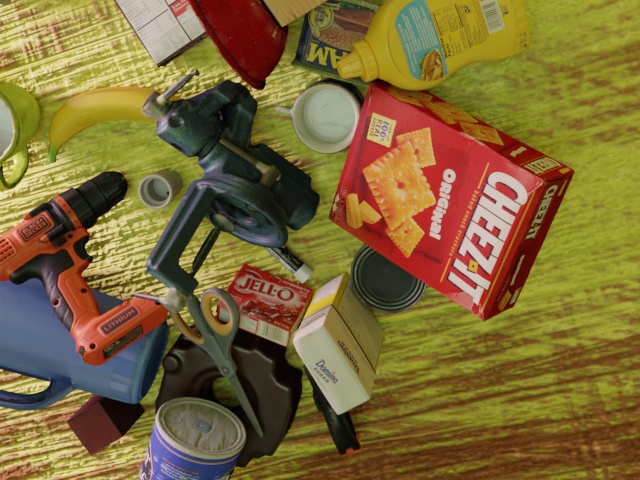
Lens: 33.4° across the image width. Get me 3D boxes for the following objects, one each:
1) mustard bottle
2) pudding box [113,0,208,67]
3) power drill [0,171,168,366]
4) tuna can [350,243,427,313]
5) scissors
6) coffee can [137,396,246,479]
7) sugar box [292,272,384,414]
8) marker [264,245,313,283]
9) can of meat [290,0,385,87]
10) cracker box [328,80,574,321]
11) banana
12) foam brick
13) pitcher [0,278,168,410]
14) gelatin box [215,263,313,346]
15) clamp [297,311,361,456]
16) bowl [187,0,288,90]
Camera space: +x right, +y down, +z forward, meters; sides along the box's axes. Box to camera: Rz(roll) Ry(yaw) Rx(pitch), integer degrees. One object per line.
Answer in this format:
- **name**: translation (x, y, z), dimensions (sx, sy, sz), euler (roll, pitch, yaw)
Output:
- **mustard bottle**: translation (0.106, -0.202, 1.055), dimensions (0.191, 0.058, 0.096), euler (-22, 107, -8)
- **pudding box**: translation (-0.166, -0.257, 1.145), dimensions (0.090, 0.039, 0.113), euler (-30, 96, 19)
- **power drill**: translation (-0.252, 0.030, 1.179), dimensions (0.184, 0.057, 0.188), euler (-37, 73, -16)
- **tuna can**: translation (0.077, 0.035, 1.181), dimensions (0.086, 0.033, 0.086), euler (3, 107, 11)
- **scissors**: translation (-0.095, 0.129, 1.183), dimensions (0.096, 0.016, 0.201), euler (-29, 102, 39)
- **coffee can**: translation (-0.152, 0.263, 1.206), dimensions (0.103, 0.102, 0.140), euler (22, 113, 5)
- **sugar box**: translation (0.022, 0.106, 1.138), dimensions (0.048, 0.176, 0.093), euler (-29, 99, 18)
- **marker**: translation (-0.058, 0.001, 1.208), dimensions (0.121, 0.020, 0.020), euler (43, 110, -2)
- **can of meat**: translation (0.029, -0.211, 1.108), dimensions (0.102, 0.057, 0.084), euler (16, 106, 6)
- **cracker box**: translation (0.122, -0.044, 1.076), dimensions (0.214, 0.071, 0.164), euler (34, 122, 27)
- **banana**: translation (-0.227, -0.140, 1.196), dimensions (0.198, 0.037, 0.069), euler (-10, 121, 16)
- **foam brick**: translation (-0.256, 0.211, 1.281), dimensions (0.053, 0.078, 0.051), euler (-30, 97, 18)
- **pitcher**: translation (-0.309, 0.113, 1.233), dimensions (0.243, 0.145, 0.149), euler (18, 106, 3)
- **gelatin box**: translation (-0.063, 0.070, 1.195), dimensions (0.089, 0.073, 0.030), euler (21, 134, 10)
- **clamp**: translation (0.008, 0.166, 1.214), dimensions (0.039, 0.120, 0.171), euler (-13, 123, 6)
- **bowl**: translation (-0.079, -0.233, 1.070), dimensions (0.055, 0.162, 0.162), euler (-29, 99, 14)
